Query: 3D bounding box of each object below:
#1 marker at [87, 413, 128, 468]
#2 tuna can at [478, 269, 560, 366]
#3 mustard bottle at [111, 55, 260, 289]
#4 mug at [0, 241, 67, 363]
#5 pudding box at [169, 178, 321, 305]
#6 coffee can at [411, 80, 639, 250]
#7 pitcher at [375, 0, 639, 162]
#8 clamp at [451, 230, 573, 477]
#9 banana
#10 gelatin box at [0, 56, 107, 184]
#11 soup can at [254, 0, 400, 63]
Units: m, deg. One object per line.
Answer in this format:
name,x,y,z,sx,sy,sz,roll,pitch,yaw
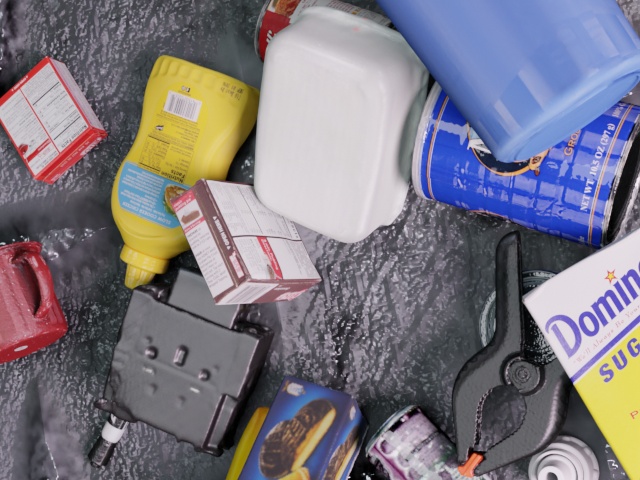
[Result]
marker,-0.165,0.141,0.907,0.020,0.020,0.121,32,98,22
tuna can,0.158,0.063,0.769,0.086,0.033,0.086,-2,85,23
mustard bottle,-0.122,-0.049,0.882,0.096,0.058,0.192,22,94,22
mug,-0.262,0.052,0.914,0.117,0.093,0.081,-32,79,39
pudding box,-0.055,0.001,0.821,0.039,0.113,0.090,-33,74,22
coffee can,0.148,-0.060,0.746,0.140,0.102,0.103,18,93,23
pitcher,0.100,-0.179,0.659,0.149,0.144,0.243,-39,78,33
clamp,0.152,0.090,0.730,0.120,0.039,0.171,22,94,26
banana,-0.072,0.228,0.831,0.037,0.069,0.197,20,72,5
gelatin box,-0.241,-0.107,0.953,0.073,0.030,0.089,-39,73,14
soup can,0.009,-0.153,0.830,0.102,0.068,0.068,25,96,22
